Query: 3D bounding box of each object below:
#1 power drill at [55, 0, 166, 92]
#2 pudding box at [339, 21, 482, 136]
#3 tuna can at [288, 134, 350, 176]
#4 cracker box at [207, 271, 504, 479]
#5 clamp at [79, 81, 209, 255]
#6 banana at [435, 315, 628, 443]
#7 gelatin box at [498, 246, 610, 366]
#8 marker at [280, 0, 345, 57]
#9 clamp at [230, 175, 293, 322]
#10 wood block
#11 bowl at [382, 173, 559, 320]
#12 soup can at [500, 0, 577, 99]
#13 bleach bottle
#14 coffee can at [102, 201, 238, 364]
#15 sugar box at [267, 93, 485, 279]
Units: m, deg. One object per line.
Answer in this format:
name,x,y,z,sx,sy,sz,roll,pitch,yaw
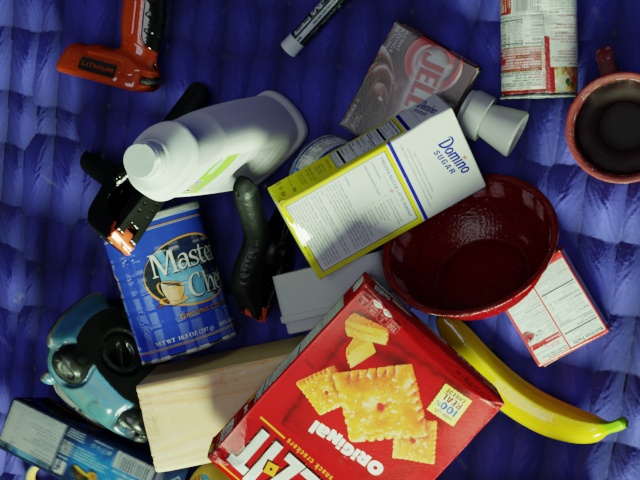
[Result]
power drill,-0.209,-0.253,1.075,0.184,0.057,0.188,18,103,16
pudding box,0.085,-0.135,1.001,0.090,0.039,0.114,32,107,11
tuna can,0.013,-0.055,1.010,0.034,0.085,0.086,33,110,48
cracker box,0.030,0.161,0.948,0.164,0.072,0.214,42,95,-2
clamp,-0.189,-0.058,1.040,0.165,0.210,0.036,-25,125,26
banana,0.188,0.137,0.998,0.198,0.037,0.070,29,124,17
gelatin box,0.214,0.062,0.988,0.073,0.030,0.089,-32,87,19
marker,0.009,-0.226,1.025,0.121,0.020,0.020,-44,82,19
clamp,-0.057,0.001,1.030,0.039,0.120,0.171,26,109,35
wood block,-0.061,0.153,1.039,0.206,0.091,0.090,-12,94,6
bowl,0.140,0.016,0.968,0.162,0.162,0.055,-10,138,20
soup can,0.192,-0.177,0.943,0.069,0.068,0.102,0,97,19
bleach bottle,-0.098,-0.084,0.957,0.103,0.250,0.068,-44,83,18
coffee can,-0.151,0.042,1.072,0.103,0.102,0.140,-16,92,20
sugar box,0.051,-0.048,0.962,0.176,0.048,0.093,-30,122,-2
